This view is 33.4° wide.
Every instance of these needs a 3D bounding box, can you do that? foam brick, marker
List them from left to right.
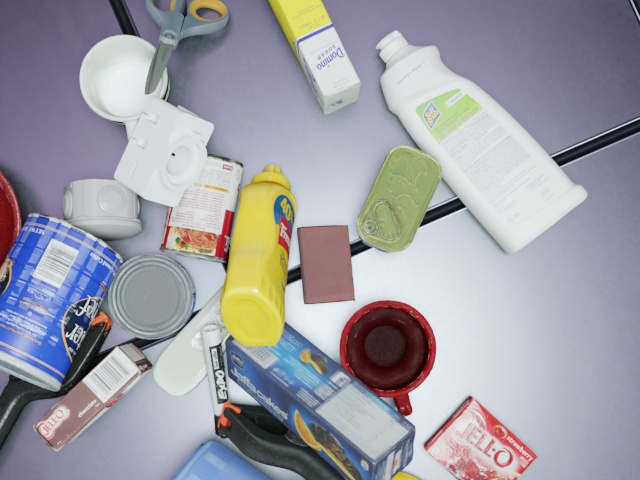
[{"bbox_3d":[-0.102,0.143,1.062,0.020,0.020,0.121,-6,109,0],"label":"marker"},{"bbox_3d":[0.005,0.024,1.072,0.051,0.053,0.078,-6,88,0],"label":"foam brick"}]

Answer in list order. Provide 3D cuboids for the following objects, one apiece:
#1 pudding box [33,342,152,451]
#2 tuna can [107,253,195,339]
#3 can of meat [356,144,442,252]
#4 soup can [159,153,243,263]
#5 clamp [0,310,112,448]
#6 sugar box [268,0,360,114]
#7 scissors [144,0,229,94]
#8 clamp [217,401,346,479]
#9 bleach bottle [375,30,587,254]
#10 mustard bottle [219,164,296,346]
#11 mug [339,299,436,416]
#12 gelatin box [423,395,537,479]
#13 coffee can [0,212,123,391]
[{"bbox_3d":[-0.221,0.152,1.047,0.113,0.090,0.039,-42,90,-3],"label":"pudding box"},{"bbox_3d":[-0.169,0.057,1.080,0.086,0.034,0.086,0,87,0],"label":"tuna can"},{"bbox_3d":[0.075,-0.038,1.060,0.057,0.084,0.102,25,87,1],"label":"can of meat"},{"bbox_3d":[-0.119,-0.033,1.068,0.068,0.068,0.102,10,86,1],"label":"soup can"},{"bbox_3d":[-0.302,0.138,1.071,0.210,0.036,0.164,-23,79,-4],"label":"clamp"},{"bbox_3d":[-0.016,-0.218,1.066,0.048,0.093,0.176,-23,87,-1],"label":"sugar box"},{"bbox_3d":[-0.130,-0.197,1.044,0.096,0.016,0.202,5,42,-18],"label":"scissors"},{"bbox_3d":[-0.021,0.206,1.030,0.171,0.120,0.039,17,103,1],"label":"clamp"},{"bbox_3d":[0.150,-0.111,1.076,0.102,0.068,0.251,-38,85,-2],"label":"bleach bottle"},{"bbox_3d":[-0.056,0.001,1.038,0.058,0.096,0.191,-3,50,10],"label":"mustard bottle"},{"bbox_3d":[0.068,0.116,1.052,0.093,0.081,0.117,-20,87,-1],"label":"mug"},{"bbox_3d":[0.160,0.212,1.072,0.089,0.030,0.073,43,87,2],"label":"gelatin box"},{"bbox_3d":[-0.265,0.059,1.019,0.103,0.103,0.140,23,72,1],"label":"coffee can"}]
